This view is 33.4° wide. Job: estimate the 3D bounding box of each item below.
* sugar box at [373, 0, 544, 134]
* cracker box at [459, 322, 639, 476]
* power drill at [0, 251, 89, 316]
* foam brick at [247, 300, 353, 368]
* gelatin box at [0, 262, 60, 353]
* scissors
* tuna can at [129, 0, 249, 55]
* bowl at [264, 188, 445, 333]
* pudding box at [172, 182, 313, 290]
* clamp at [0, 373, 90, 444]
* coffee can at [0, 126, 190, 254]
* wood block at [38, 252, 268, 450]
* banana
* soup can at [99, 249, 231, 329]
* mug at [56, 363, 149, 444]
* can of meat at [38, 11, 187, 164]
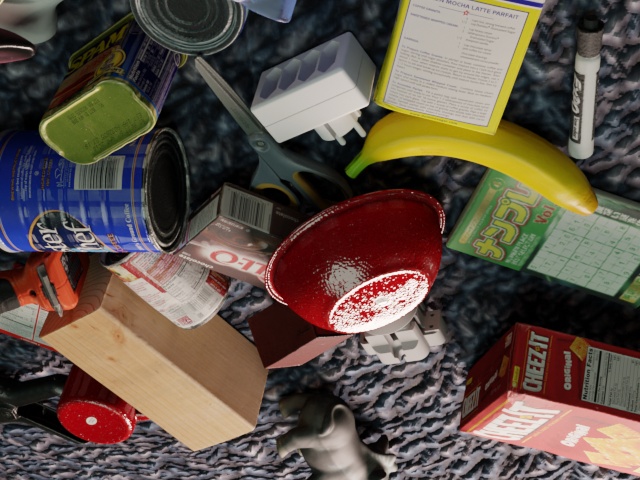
[{"bbox_3d":[0.100,-0.159,0.722,0.093,0.048,0.176,14,134,-1],"label":"sugar box"},{"bbox_3d":[0.251,0.153,0.964,0.213,0.072,0.164,14,156,-2],"label":"cracker box"},{"bbox_3d":[-0.307,0.037,0.964,0.187,0.184,0.057,-17,115,4],"label":"power drill"},{"bbox_3d":[-0.018,0.079,0.982,0.051,0.053,0.078,0,155,-47],"label":"foam brick"},{"bbox_3d":[-0.279,0.068,1.063,0.073,0.030,0.089,20,137,-6],"label":"gelatin box"},{"bbox_3d":[-0.056,-0.071,0.855,0.096,0.016,0.201,-22,135,38],"label":"scissors"},{"bbox_3d":[-0.092,-0.175,0.758,0.086,0.033,0.086,7,137,6],"label":"tuna can"},{"bbox_3d":[0.038,0.029,0.874,0.162,0.055,0.162,-17,149,-11],"label":"bowl"},{"bbox_3d":[-0.056,0.001,0.913,0.113,0.039,0.090,24,145,-23],"label":"pudding box"},{"bbox_3d":[-0.336,0.186,1.196,0.172,0.039,0.120,2,132,20],"label":"clamp"},{"bbox_3d":[-0.189,-0.041,0.872,0.140,0.102,0.103,0,136,13],"label":"coffee can"},{"bbox_3d":[-0.154,0.105,1.027,0.090,0.090,0.206,-25,126,34],"label":"wood block"},{"bbox_3d":[0.120,-0.067,0.817,0.198,0.037,0.070,11,134,5],"label":"banana"},{"bbox_3d":[-0.137,0.025,0.956,0.069,0.068,0.102,-25,126,33],"label":"soup can"},{"bbox_3d":[-0.211,0.158,1.103,0.117,0.081,0.093,8,137,5],"label":"mug"},{"bbox_3d":[-0.157,-0.112,0.803,0.102,0.084,0.057,-25,126,33],"label":"can of meat"}]
